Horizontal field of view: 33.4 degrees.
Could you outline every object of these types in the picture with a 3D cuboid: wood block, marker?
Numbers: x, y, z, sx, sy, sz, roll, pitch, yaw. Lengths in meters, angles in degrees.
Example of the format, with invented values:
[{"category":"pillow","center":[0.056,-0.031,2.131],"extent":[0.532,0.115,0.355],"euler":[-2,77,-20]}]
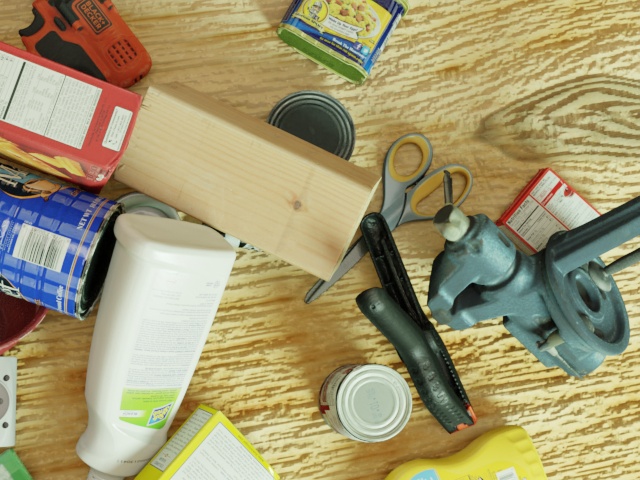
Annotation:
[{"category":"wood block","center":[-0.062,-0.055,0.934],"extent":[0.206,0.090,0.091],"euler":[26,104,3]},{"category":"marker","center":[-0.057,0.001,0.988],"extent":[0.121,0.020,0.020],"euler":[9,82,-6]}]

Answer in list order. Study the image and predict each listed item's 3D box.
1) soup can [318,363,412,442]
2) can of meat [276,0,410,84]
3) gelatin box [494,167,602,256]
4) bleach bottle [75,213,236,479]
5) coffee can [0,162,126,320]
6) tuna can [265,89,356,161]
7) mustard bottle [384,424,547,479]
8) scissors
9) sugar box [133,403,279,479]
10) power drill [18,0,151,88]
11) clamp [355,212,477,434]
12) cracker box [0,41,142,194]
[{"category":"soup can","center":[0.038,0.142,0.941],"extent":[0.068,0.102,0.068],"euler":[1,82,-7]},{"category":"can of meat","center":[0.020,-0.208,1.007],"extent":[0.102,0.057,0.084],"euler":[29,82,-2]},{"category":"gelatin box","center":[0.223,-0.015,1.022],"extent":[0.089,0.030,0.073],"euler":[41,81,-2]},{"category":"bleach bottle","center":[-0.156,0.106,0.899],"extent":[0.102,0.068,0.251],"euler":[8,111,-37]},{"category":"coffee can","center":[-0.244,-0.005,0.875],"extent":[0.140,0.103,0.103],"euler":[19,81,1]},{"category":"tuna can","center":[-0.012,-0.095,0.999],"extent":[0.086,0.034,0.086],"euler":[1,83,-7]},{"category":"mustard bottle","center":[0.109,0.241,0.960],"extent":[0.191,0.058,0.096],"euler":[-18,87,-10]},{"category":"scissors","center":[0.050,-0.029,1.008],"extent":[0.201,0.016,0.096],"euler":[-29,86,-10]},{"category":"sugar box","center":[-0.124,0.236,0.910],"extent":[0.176,0.048,0.093],"euler":[-46,113,-18]},{"category":"power drill","center":[-0.274,-0.179,0.962],"extent":[0.187,0.057,0.184],"euler":[-38,90,-10]},{"category":"clamp","center":[0.083,0.090,0.938],"extent":[0.036,0.164,0.210],"euler":[-24,104,15]},{"category":"cracker box","center":[-0.260,-0.107,0.845],"extent":[0.213,0.164,0.072],"euler":[20,81,-14]}]
